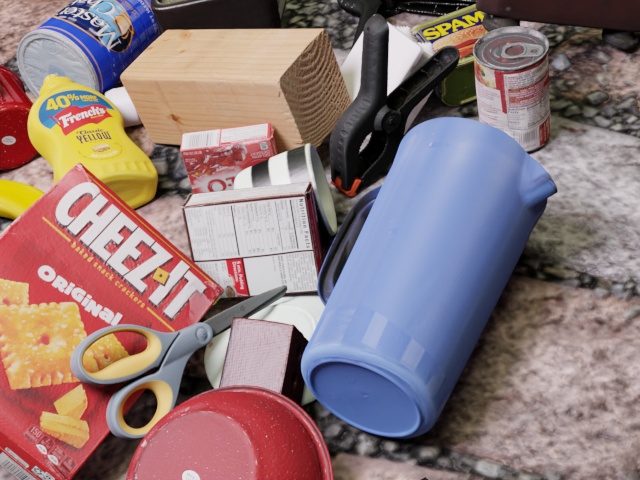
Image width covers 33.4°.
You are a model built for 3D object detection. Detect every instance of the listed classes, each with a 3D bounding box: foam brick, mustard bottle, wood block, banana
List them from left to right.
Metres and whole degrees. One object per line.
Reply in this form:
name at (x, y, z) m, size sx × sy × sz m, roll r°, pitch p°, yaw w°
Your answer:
banana at (-0.327, -0.033, 1.068) m, size 0.198 × 0.037 × 0.069 m, roll 14°, pitch 48°, yaw 27°
mustard bottle at (-0.242, -0.106, 1.082) m, size 0.096 × 0.058 × 0.192 m, roll -13°, pitch 49°, yaw -27°
wood block at (-0.086, -0.151, 1.067) m, size 0.206 × 0.091 × 0.090 m, roll 8°, pitch 46°, yaw 35°
foam brick at (-0.043, 0.105, 0.815) m, size 0.051 × 0.053 × 0.078 m, roll 3°, pitch 68°, yaw 19°

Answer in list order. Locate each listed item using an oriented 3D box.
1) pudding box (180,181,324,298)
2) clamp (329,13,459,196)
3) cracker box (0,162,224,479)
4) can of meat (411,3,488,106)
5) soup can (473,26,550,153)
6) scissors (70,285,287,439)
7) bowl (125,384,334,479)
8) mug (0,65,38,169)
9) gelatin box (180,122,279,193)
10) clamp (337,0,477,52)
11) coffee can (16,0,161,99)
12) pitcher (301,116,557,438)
pudding box at (-0.056, 0.001, 0.915) m, size 0.113 × 0.090 × 0.039 m, roll -5°, pitch 18°, yaw 9°
clamp at (0.064, -0.122, 0.998) m, size 0.120 × 0.172 × 0.039 m, roll 4°, pitch 29°, yaw -35°
cracker box at (-0.202, 0.067, 0.837) m, size 0.164 × 0.072 × 0.213 m, roll 42°, pitch 55°, yaw -6°
can of meat at (0.150, -0.189, 1.097) m, size 0.102 × 0.057 × 0.084 m, roll -21°, pitch 44°, yaw -8°
soup can at (0.181, -0.139, 0.998) m, size 0.068 × 0.102 × 0.068 m, roll -8°, pitch 42°, yaw 7°
scissors at (-0.098, 0.095, 0.836) m, size 0.201 × 0.096 × 0.016 m, roll -8°, pitch -6°, yaw -37°
bowl at (-0.075, 0.168, 0.730) m, size 0.162 × 0.055 × 0.162 m, roll -9°, pitch 61°, yaw 18°
mug at (-0.345, -0.138, 1.132) m, size 0.093 × 0.117 × 0.082 m, roll -23°, pitch 47°, yaw -24°
gelatin box at (-0.082, -0.071, 1.017) m, size 0.089 × 0.073 × 0.030 m, roll -6°, pitch 43°, yaw 7°
clamp at (0.086, -0.278, 1.223) m, size 0.164 × 0.036 × 0.210 m, roll -18°, pitch 42°, yaw -4°
coffee can at (-0.254, -0.218, 1.190) m, size 0.103 × 0.103 × 0.140 m, roll 11°, pitch 41°, yaw 25°
pitcher at (0.072, 0.029, 0.838) m, size 0.145 × 0.149 × 0.242 m, roll 28°, pitch 55°, yaw 3°
